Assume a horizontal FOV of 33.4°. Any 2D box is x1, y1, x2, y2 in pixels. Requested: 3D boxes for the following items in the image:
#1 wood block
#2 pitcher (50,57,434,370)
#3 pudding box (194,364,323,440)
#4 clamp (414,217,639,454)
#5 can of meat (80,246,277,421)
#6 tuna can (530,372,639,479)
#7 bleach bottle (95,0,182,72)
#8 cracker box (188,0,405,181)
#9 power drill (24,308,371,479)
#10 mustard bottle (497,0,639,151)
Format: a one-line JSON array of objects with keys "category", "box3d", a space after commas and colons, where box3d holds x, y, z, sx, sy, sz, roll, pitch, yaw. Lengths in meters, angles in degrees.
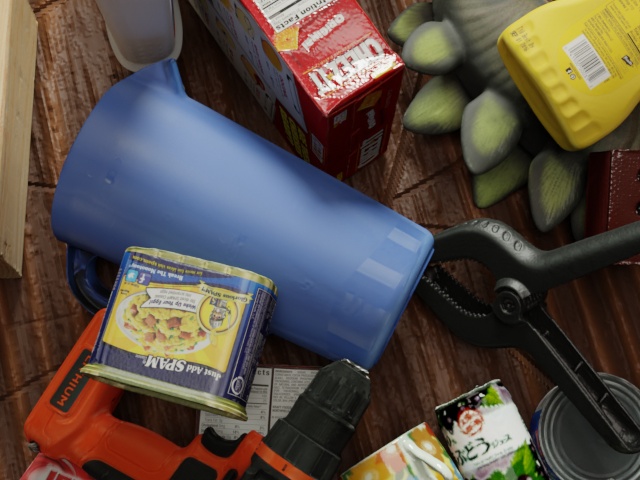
[{"category": "wood block", "box3d": [-0.263, -0.082, 0.770, 0.091, 0.090, 0.206, 0, 74, -2]}, {"category": "pitcher", "box3d": [-0.055, 0.001, 0.736, 0.243, 0.149, 0.144, 27, 58, 6]}, {"category": "pudding box", "box3d": [-0.043, 0.143, 0.743, 0.090, 0.039, 0.113, 3, 72, 0]}, {"category": "clamp", "box3d": [0.142, 0.049, 0.730, 0.036, 0.210, 0.164, -21, 115, -44]}, {"category": "can of meat", "box3d": [-0.083, 0.056, 0.650, 0.102, 0.057, 0.084, 13, 76, 11]}, {"category": "tuna can", "box3d": [0.193, 0.138, 0.753, 0.086, 0.034, 0.086, 0, 75, -2]}, {"category": "bleach bottle", "box3d": [-0.129, -0.186, 0.718, 0.068, 0.251, 0.102, -10, 75, -4]}, {"category": "cracker box", "box3d": [-0.030, -0.158, 0.759, 0.072, 0.164, 0.214, -34, 78, -8]}, {"category": "power drill", "box3d": [-0.081, 0.122, 0.691, 0.188, 0.057, 0.184, 31, 82, 16]}, {"category": "mustard bottle", "box3d": [0.221, -0.149, 0.712, 0.191, 0.058, 0.096, -34, 90, 0]}]
